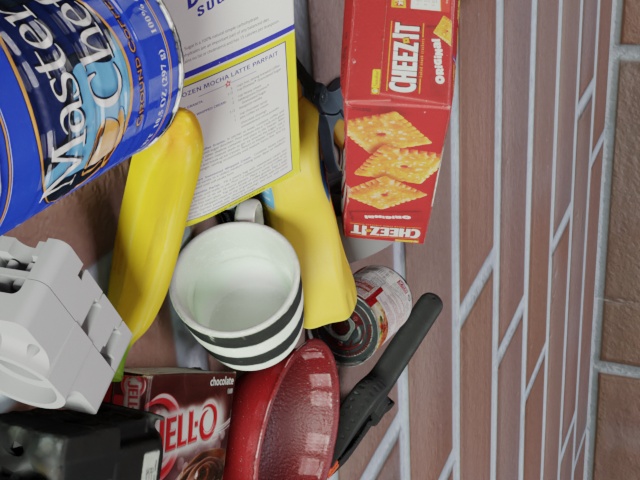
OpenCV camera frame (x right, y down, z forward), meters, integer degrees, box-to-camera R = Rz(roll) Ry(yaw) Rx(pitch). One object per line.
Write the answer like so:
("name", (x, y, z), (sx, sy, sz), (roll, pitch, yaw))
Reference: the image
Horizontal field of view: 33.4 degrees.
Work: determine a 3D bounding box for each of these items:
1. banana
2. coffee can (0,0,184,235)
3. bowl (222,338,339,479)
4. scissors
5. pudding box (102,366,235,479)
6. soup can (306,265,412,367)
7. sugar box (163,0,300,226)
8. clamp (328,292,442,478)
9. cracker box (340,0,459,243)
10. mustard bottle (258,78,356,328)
("banana", (-0.090, -0.007, 0.586), (0.069, 0.037, 0.198), (-103, -156, -44))
("coffee can", (-0.134, -0.060, 0.440), (0.140, 0.103, 0.103), (-46, 138, -57))
("bowl", (-0.039, 0.151, 0.815), (0.162, 0.055, 0.162), (7, 90, -69))
("scissors", (0.004, -0.131, 0.887), (0.201, 0.016, 0.096), (67, 35, -52))
("pudding box", (-0.098, 0.126, 0.678), (0.113, 0.039, 0.090), (13, 84, -68))
("soup can", (0.037, 0.066, 0.964), (0.102, 0.069, 0.068), (-31, 125, -64))
("sugar box", (-0.061, -0.094, 0.602), (0.093, 0.048, 0.176), (-27, 141, -23))
("clamp", (0.045, 0.160, 1.028), (0.209, 0.036, 0.165), (-47, 161, -43))
("cracker box", (0.051, -0.112, 0.739), (0.214, 0.072, 0.164), (90, 5, -68))
("mustard bottle", (-0.020, -0.040, 0.765), (0.096, 0.058, 0.191), (-112, -171, -69))
